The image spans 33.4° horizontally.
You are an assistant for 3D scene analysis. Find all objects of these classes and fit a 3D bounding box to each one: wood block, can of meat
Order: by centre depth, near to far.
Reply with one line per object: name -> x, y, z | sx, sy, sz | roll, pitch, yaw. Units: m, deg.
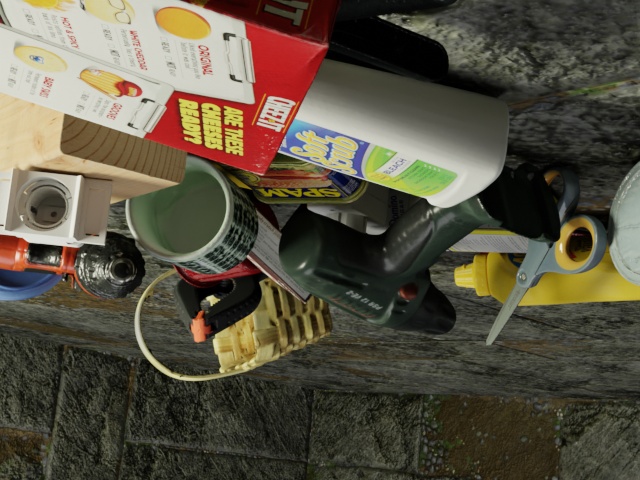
wood block -> -0.184, -0.077, 0.772 | 0.090, 0.090, 0.207 | 15, 165, -35
can of meat -> -0.023, -0.068, 0.815 | 0.102, 0.057, 0.083 | 1, 165, 24

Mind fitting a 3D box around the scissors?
scissors -> 0.188, 0.035, 0.899 | 0.016, 0.202, 0.096 | -8, -145, -26

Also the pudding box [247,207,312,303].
pudding box -> -0.057, 0.001, 0.990 | 0.113, 0.039, 0.090 | 42, 176, -34

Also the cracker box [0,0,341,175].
cracker box -> -0.106, -0.117, 0.505 | 0.213, 0.072, 0.164 | 17, 162, -8

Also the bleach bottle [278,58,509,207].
bleach bottle -> -0.007, -0.086, 0.710 | 0.250, 0.068, 0.103 | 12, 165, -17

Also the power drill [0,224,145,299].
power drill -> -0.231, 0.008, 0.814 | 0.187, 0.057, 0.185 | 12, 176, -18

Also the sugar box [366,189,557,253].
sugar box -> 0.135, -0.018, 0.994 | 0.176, 0.048, 0.093 | 5, 169, 25

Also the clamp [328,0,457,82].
clamp -> -0.003, -0.127, 0.565 | 0.171, 0.039, 0.120 | 9, 161, -5

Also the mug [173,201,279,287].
mug -> -0.102, -0.010, 1.078 | 0.082, 0.093, 0.117 | -11, 132, 41

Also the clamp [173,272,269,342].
clamp -> -0.094, 0.041, 1.165 | 0.164, 0.036, 0.210 | 0, -151, 5

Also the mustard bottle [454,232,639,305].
mustard bottle -> 0.226, 0.028, 1.030 | 0.192, 0.058, 0.096 | -5, -157, 17
